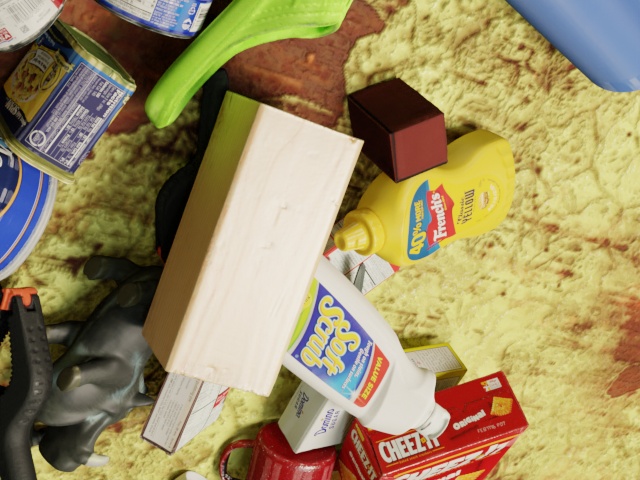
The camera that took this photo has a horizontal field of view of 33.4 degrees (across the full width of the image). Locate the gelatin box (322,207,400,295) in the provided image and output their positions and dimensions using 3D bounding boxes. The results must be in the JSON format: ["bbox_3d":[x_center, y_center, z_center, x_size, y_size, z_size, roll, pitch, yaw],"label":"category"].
[{"bbox_3d":[0.020,0.023,0.987,0.089,0.030,0.073,-36,131,-2],"label":"gelatin box"}]

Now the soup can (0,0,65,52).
[{"bbox_3d":[-0.221,-0.181,0.694,0.068,0.069,0.102,-39,131,-2],"label":"soup can"}]

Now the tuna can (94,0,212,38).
[{"bbox_3d":[-0.119,-0.174,0.745,0.086,0.086,0.034,11,115,-34],"label":"tuna can"}]

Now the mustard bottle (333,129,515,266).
[{"bbox_3d":[0.089,-0.029,0.946,0.191,0.058,0.096,-22,129,-33],"label":"mustard bottle"}]

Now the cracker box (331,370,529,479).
[{"bbox_3d":[0.098,0.229,1.086,0.164,0.072,0.214,-15,151,-21],"label":"cracker box"}]

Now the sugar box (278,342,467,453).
[{"bbox_3d":[0.052,0.153,1.053,0.175,0.048,0.093,-1,134,-36],"label":"sugar box"}]

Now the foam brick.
[{"bbox_3d":[0.065,-0.094,0.906,0.051,0.078,0.053,-23,130,-15],"label":"foam brick"}]

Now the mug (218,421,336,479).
[{"bbox_3d":[-0.043,0.229,1.056,0.117,0.093,0.081,15,111,4],"label":"mug"}]

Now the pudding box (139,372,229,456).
[{"bbox_3d":[-0.107,0.123,0.945,0.114,0.039,0.090,-67,166,19],"label":"pudding box"}]

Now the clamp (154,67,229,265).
[{"bbox_3d":[-0.087,-0.055,0.873,0.120,0.039,0.171,40,93,-29],"label":"clamp"}]

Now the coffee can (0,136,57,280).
[{"bbox_3d":[-0.269,-0.043,0.733,0.140,0.103,0.103,30,102,-39],"label":"coffee can"}]

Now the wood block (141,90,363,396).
[{"bbox_3d":[-0.055,0.001,0.818,0.090,0.091,0.206,18,97,-23],"label":"wood block"}]

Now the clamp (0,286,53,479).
[{"bbox_3d":[-0.254,0.141,0.848,0.036,0.165,0.210,-2,116,-63],"label":"clamp"}]

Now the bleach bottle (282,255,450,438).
[{"bbox_3d":[0.019,0.084,0.935,0.250,0.068,0.102,39,97,-13],"label":"bleach bottle"}]

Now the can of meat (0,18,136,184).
[{"bbox_3d":[-0.182,-0.101,0.748,0.057,0.102,0.084,32,98,-39],"label":"can of meat"}]
